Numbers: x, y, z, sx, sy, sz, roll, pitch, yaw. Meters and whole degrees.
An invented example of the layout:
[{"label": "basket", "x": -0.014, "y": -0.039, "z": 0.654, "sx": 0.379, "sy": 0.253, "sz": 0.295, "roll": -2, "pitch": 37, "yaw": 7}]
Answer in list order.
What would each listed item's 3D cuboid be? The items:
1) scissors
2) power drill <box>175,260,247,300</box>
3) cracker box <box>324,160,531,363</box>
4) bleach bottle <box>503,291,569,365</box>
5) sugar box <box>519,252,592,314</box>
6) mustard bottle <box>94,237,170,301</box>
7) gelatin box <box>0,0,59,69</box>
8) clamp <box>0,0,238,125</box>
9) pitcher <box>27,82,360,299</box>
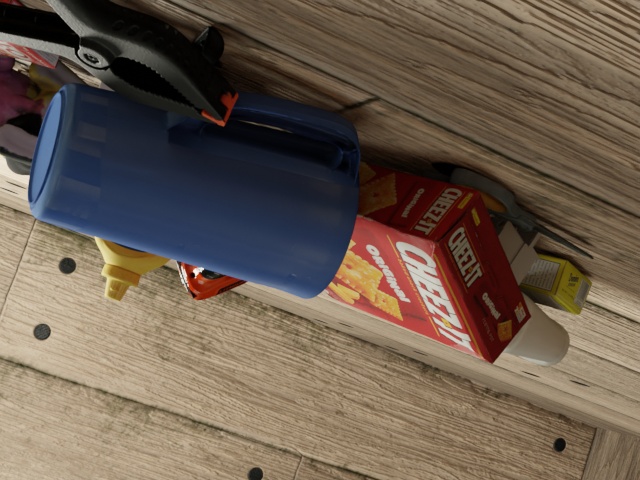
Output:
[{"label": "scissors", "x": 0.164, "y": -0.024, "z": 0.966, "sx": 0.096, "sy": 0.016, "sz": 0.201, "roll": 14, "pitch": 170, "yaw": 42}, {"label": "power drill", "x": -0.057, "y": 0.001, "z": 1.130, "sx": 0.184, "sy": 0.057, "sz": 0.188, "roll": -19, "pitch": 174, "yaw": -33}, {"label": "cracker box", "x": 0.068, "y": 0.011, "z": 0.974, "sx": 0.214, "sy": 0.072, "sz": 0.164, "roll": 20, "pitch": 150, "yaw": 44}, {"label": "bleach bottle", "x": 0.207, "y": 0.092, "z": 1.151, "sx": 0.103, "sy": 0.068, "sz": 0.250, "roll": 26, "pitch": 180, "yaw": 26}, {"label": "sugar box", "x": 0.196, "y": 0.031, "z": 1.162, "sx": 0.176, "sy": 0.048, "sz": 0.093, "roll": 19, "pitch": 173, "yaw": 34}, {"label": "mustard bottle", "x": -0.191, "y": -0.027, "z": 1.153, "sx": 0.096, "sy": 0.191, "sz": 0.058, "roll": 19, "pitch": 172, "yaw": 3}, {"label": "gelatin box", "x": -0.269, "y": -0.179, "z": 0.894, "sx": 0.073, "sy": 0.030, "sz": 0.089, "roll": 16, "pitch": 172, "yaw": 20}, {"label": "clamp", "x": -0.149, "y": -0.142, "z": 0.712, "sx": 0.210, "sy": 0.036, "sz": 0.165, "roll": 26, "pitch": 159, "yaw": -10}, {"label": "pitcher", "x": -0.095, "y": -0.049, "z": 0.840, "sx": 0.242, "sy": 0.149, "sz": 0.145, "roll": 14, "pitch": -179, "yaw": -23}]
